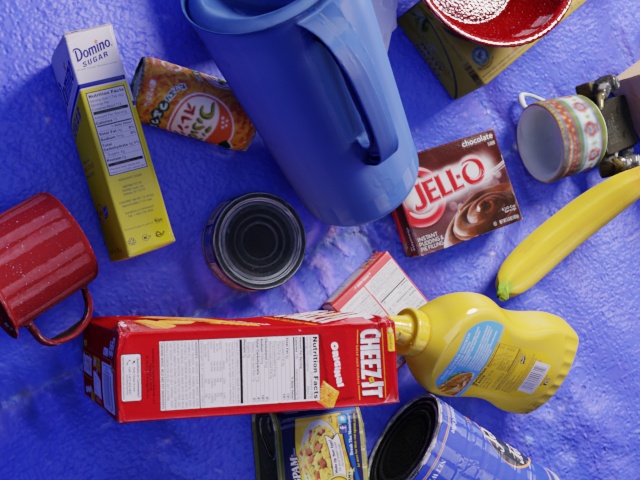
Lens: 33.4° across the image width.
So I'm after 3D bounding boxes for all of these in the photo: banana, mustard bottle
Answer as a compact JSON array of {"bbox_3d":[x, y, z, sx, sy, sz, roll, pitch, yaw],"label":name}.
[{"bbox_3d":[0.229,-0.003,0.996,0.197,0.070,0.037,-40,104,-12],"label":"banana"},{"bbox_3d":[0.131,0.094,0.935,0.191,0.058,0.096,16,115,-32],"label":"mustard bottle"}]

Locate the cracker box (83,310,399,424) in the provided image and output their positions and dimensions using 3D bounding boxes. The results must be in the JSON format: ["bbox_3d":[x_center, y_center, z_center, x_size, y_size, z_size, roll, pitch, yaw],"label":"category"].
[{"bbox_3d":[-0.068,0.092,0.836,0.213,0.164,0.072,-1,89,-20],"label":"cracker box"}]

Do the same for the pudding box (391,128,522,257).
[{"bbox_3d":[0.118,-0.043,0.977,0.113,0.039,0.090,-19,93,-20],"label":"pudding box"}]

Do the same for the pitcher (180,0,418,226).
[{"bbox_3d":[0.002,-0.117,0.833,0.242,0.145,0.149,62,31,-46],"label":"pitcher"}]

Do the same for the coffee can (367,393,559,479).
[{"bbox_3d":[0.125,0.213,0.930,0.140,0.103,0.102,34,76,-15],"label":"coffee can"}]

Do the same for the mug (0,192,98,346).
[{"bbox_3d":[-0.220,0.025,0.825,0.081,0.093,0.117,-34,97,-23],"label":"mug"}]

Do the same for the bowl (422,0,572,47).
[{"bbox_3d":[0.138,-0.237,0.916,0.162,0.055,0.162,2,83,-17],"label":"bowl"}]

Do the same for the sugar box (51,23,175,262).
[{"bbox_3d":[-0.167,-0.073,0.848,0.048,0.093,0.176,-20,93,-20],"label":"sugar box"}]

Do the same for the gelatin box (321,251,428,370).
[{"bbox_3d":[0.056,0.066,0.953,0.073,0.030,0.089,-44,103,-18],"label":"gelatin box"}]

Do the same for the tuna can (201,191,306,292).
[{"bbox_3d":[-0.056,0.001,0.914,0.086,0.034,0.086,1,86,-20],"label":"tuna can"}]

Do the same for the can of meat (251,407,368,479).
[{"bbox_3d":[-0.008,0.186,0.909,0.083,0.058,0.102,-5,89,-22],"label":"can of meat"}]
